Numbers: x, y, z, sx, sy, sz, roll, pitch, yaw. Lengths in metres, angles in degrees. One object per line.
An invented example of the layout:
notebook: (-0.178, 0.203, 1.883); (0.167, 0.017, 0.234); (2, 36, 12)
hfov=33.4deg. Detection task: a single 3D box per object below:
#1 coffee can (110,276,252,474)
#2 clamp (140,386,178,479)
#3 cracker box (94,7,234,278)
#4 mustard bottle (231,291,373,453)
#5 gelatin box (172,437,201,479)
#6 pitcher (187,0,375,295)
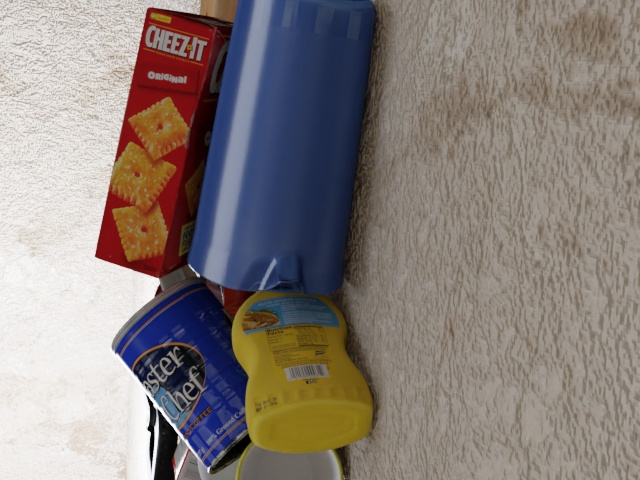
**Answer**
coffee can: (-0.100, 0.117, 0.931); (0.140, 0.102, 0.103); (49, 151, 13)
clamp: (-0.198, 0.221, 1.317); (0.165, 0.036, 0.210); (123, 149, -55)
cracker box: (-0.114, -0.087, 0.937); (0.164, 0.072, 0.214); (-31, -42, -73)
mustard bottle: (-0.023, 0.087, 0.875); (0.192, 0.096, 0.058); (-108, 17, -53)
gelatin box: (-0.137, 0.225, 1.208); (0.073, 0.030, 0.089); (-150, 82, -76)
pitcher: (-0.031, -0.087, 0.876); (0.144, 0.149, 0.243); (-17, -58, -57)
